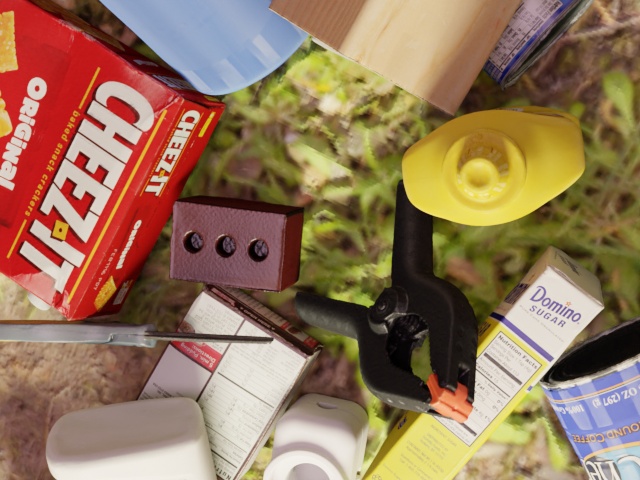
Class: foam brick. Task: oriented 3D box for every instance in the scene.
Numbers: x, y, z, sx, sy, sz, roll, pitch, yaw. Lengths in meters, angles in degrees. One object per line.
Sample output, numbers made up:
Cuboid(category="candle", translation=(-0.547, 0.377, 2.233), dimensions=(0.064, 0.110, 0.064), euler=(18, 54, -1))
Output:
Cuboid(category="foam brick", translation=(-0.055, 0.001, 0.699), dimensions=(0.078, 0.051, 0.053), euler=(6, 98, 13))

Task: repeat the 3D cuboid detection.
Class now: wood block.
Cuboid(category="wood block", translation=(0.072, -0.186, 0.569), dimensions=(0.206, 0.090, 0.091), euler=(-60, 39, 11))

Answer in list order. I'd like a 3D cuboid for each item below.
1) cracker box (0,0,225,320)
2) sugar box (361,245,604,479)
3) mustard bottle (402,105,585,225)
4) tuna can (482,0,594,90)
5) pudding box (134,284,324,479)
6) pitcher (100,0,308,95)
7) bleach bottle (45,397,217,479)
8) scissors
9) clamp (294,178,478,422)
Cuboid(category="cracker box", translation=(-0.195, -0.072, 0.703), dimensions=(0.214, 0.072, 0.164), euler=(32, 103, 16))
Cuboid(category="sugar box", translation=(0.099, 0.085, 0.652), dimensions=(0.048, 0.093, 0.176), euler=(37, 103, 6))
Cuboid(category="mustard bottle", translation=(0.095, -0.043, 0.584), dimensions=(0.096, 0.191, 0.058), euler=(-8, 95, 14))
Cuboid(category="tuna can", translation=(0.125, -0.130, 0.621), dimensions=(0.034, 0.086, 0.086), euler=(45, 105, 6))
Cuboid(category="pudding box", translation=(-0.065, 0.095, 0.722), dimensions=(0.090, 0.039, 0.113), euler=(33, 106, 6))
Cuboid(category="pitcher", translation=(-0.103, -0.207, 0.605), dimensions=(0.149, 0.145, 0.242), euler=(-48, 124, -6))
Cuboid(category="bleach bottle", translation=(-0.109, 0.230, 0.714), dimensions=(0.102, 0.068, 0.251), euler=(-8, 113, -5))
Cuboid(category="scissors", translation=(-0.117, 0.061, 0.701), dimensions=(0.202, 0.096, 0.016), euler=(1, 88, 12))
Cuboid(category="clamp", translation=(0.052, 0.036, 0.640), dimensions=(0.039, 0.172, 0.120), euler=(24, 104, -36))
